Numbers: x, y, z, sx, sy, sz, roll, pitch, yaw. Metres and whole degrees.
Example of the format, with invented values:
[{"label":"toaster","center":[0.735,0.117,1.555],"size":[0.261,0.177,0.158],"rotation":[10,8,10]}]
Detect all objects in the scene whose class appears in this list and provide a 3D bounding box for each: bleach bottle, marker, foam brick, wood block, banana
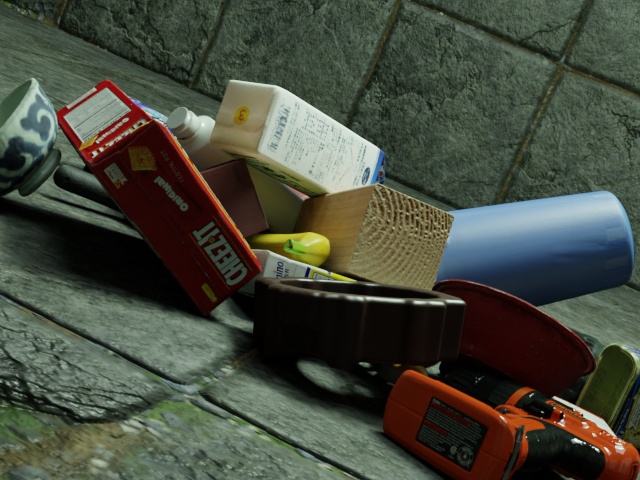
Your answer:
[{"label":"bleach bottle","center":[-0.088,-0.068,1.204],"size":[0.103,0.068,0.250],"rotation":[32,-9,47]},{"label":"marker","center":[0.140,0.122,1.080],"size":[0.020,0.020,0.121],"rotation":[26,9,16]},{"label":"foam brick","center":[-0.093,-0.039,1.079],"size":[0.053,0.078,0.051],"rotation":[-20,7,-14]},{"label":"wood block","center":[0.043,0.005,1.107],"size":[0.090,0.090,0.206],"rotation":[21,-9,-18]},{"label":"banana","center":[-0.040,0.008,1.074],"size":[0.069,0.037,0.198],"rotation":[23,-12,-23]}]

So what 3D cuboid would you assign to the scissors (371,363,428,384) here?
[{"label":"scissors","center":[0.067,0.105,1.003],"size":[0.096,0.016,0.201],"rotation":[22,6,7]}]

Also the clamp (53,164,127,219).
[{"label":"clamp","center":[-0.194,-0.041,1.130],"size":[0.171,0.039,0.120],"rotation":[27,13,-9]}]

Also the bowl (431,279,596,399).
[{"label":"bowl","center":[0.160,0.101,0.956],"size":[0.162,0.055,0.162],"rotation":[28,-18,10]}]

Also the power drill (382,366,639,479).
[{"label":"power drill","center":[0.133,0.140,0.826],"size":[0.185,0.057,0.187],"rotation":[23,7,41]}]

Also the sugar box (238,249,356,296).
[{"label":"sugar box","center":[0.006,0.054,1.003],"size":[0.176,0.048,0.093],"rotation":[17,-6,-22]}]

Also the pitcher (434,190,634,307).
[{"label":"pitcher","center":[0.213,0.024,1.185],"size":[0.243,0.145,0.149],"rotation":[-10,8,-2]}]

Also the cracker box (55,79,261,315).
[{"label":"cracker box","center":[-0.146,-0.047,0.941],"size":[0.164,0.072,0.214],"rotation":[56,-8,-26]}]
